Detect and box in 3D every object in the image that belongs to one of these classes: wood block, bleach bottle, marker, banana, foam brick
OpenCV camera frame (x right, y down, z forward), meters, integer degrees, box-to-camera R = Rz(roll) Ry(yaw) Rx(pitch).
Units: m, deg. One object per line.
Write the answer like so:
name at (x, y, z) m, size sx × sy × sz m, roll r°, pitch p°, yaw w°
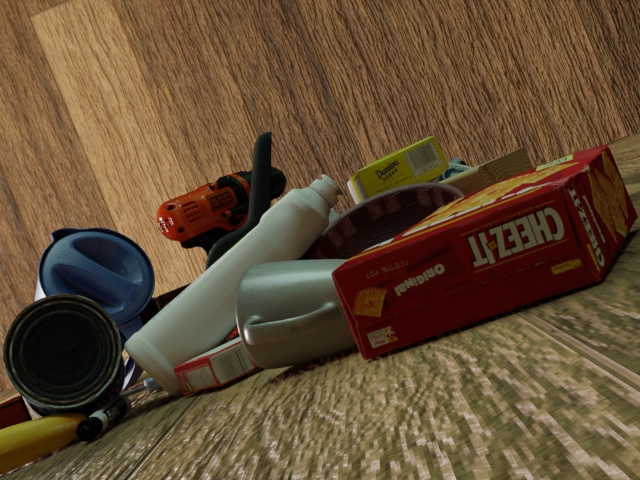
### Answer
wood block at (0.128, -0.015, 1.126) m, size 0.090 × 0.091 × 0.207 m, roll -23°, pitch 2°, yaw -44°
bleach bottle at (-0.073, 0.033, 1.003) m, size 0.250 × 0.068 × 0.103 m, roll -46°, pitch 4°, yaw -10°
marker at (-0.189, 0.155, 0.934) m, size 0.020 × 0.020 × 0.121 m, roll -22°, pitch 1°, yaw 5°
banana at (-0.298, 0.190, 0.921) m, size 0.198 × 0.037 × 0.069 m, roll -22°, pitch 1°, yaw 11°
foam brick at (-0.299, 0.182, 1.013) m, size 0.053 × 0.051 × 0.078 m, roll -23°, pitch 1°, yaw -15°

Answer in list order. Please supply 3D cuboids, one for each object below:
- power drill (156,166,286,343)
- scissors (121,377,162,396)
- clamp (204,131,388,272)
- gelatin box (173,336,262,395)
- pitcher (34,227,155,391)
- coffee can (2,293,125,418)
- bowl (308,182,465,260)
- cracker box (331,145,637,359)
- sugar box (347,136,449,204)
power drill at (-0.078, 0.016, 1.198) m, size 0.184 × 0.187 × 0.057 m, roll -25°, pitch -2°, yaw -42°
scissors at (-0.155, 0.141, 1.111) m, size 0.202 × 0.016 × 0.096 m, roll -22°, pitch -1°, yaw 33°
clamp at (-0.057, 0.001, 1.082) m, size 0.210 × 0.164 × 0.036 m, roll -45°, pitch -8°, yaw -11°
gelatin box at (-0.072, 0.102, 0.922) m, size 0.089 × 0.030 × 0.073 m, roll -22°, pitch -1°, yaw -35°
pitcher at (-0.284, 0.110, 1.298) m, size 0.145 × 0.149 × 0.243 m, roll 14°, pitch -38°, yaw -13°
coffee can at (-0.235, 0.114, 0.995) m, size 0.102 × 0.103 × 0.140 m, roll -22°, pitch -11°, yaw -14°
bowl at (0.072, 0.011, 1.016) m, size 0.162 × 0.055 × 0.162 m, roll -21°, pitch 26°, yaw 10°
cracker box at (0.123, 0.001, 0.749) m, size 0.164 × 0.072 × 0.213 m, roll -23°, pitch 1°, yaw 25°
sugar box at (0.083, -0.073, 1.197) m, size 0.093 × 0.048 × 0.176 m, roll -24°, pitch 2°, yaw -3°
